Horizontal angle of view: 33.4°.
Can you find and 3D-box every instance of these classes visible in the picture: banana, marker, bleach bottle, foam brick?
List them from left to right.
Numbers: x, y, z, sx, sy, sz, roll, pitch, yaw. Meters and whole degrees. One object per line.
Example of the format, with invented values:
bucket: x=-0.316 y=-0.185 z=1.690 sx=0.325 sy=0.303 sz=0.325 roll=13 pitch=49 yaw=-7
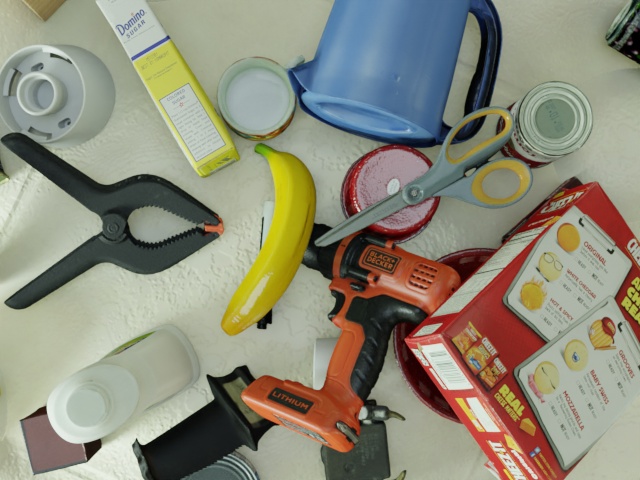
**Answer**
foam brick: x=-0.234 y=0.176 z=0.968 sx=0.051 sy=0.078 sz=0.053 roll=-14 pitch=90 yaw=-2
bleach bottle: x=-0.163 y=0.120 z=0.884 sx=0.102 sy=0.251 sz=0.068 roll=-29 pitch=89 yaw=-2
marker: x=-0.050 y=0.023 z=1.005 sx=0.020 sy=0.020 sz=0.121 roll=5 pitch=88 yaw=-1
banana: x=-0.040 y=-0.005 z=0.962 sx=0.070 sy=0.037 sz=0.197 roll=-9 pitch=56 yaw=31

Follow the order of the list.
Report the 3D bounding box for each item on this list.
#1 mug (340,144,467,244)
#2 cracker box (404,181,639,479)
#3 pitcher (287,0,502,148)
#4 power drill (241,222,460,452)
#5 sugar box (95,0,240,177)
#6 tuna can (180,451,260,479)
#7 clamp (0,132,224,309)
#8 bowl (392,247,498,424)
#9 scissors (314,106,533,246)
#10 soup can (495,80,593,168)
mug: x=0.078 y=-0.045 z=0.978 sx=0.117 sy=0.081 sz=0.093 roll=-7 pitch=88 yaw=-1
cracker box: x=0.197 y=0.080 z=0.904 sx=0.213 sy=0.072 sz=0.164 roll=-41 pitch=100 yaw=-25
pitcher: x=0.085 y=-0.210 z=0.969 sx=0.145 sy=0.149 sz=0.243 roll=14 pitch=84 yaw=30
power drill: x=0.008 y=0.076 z=0.939 sx=0.185 sy=0.057 sz=0.187 roll=19 pitch=72 yaw=34
sugar box: x=-0.136 y=-0.144 z=0.974 sx=0.048 sy=0.093 sz=0.176 roll=-29 pitch=89 yaw=-3
tuna can: x=-0.097 y=0.236 z=0.989 sx=0.086 sy=0.034 sz=0.086 roll=0 pitch=88 yaw=-1
clamp: x=-0.197 y=-0.006 z=0.989 sx=0.210 sy=0.036 sz=0.164 roll=8 pitch=103 yaw=-8
bowl: x=0.145 y=0.088 z=0.988 sx=0.162 sy=0.055 sz=0.162 roll=0 pitch=88 yaw=-1
scissors: x=0.100 y=-0.032 z=0.928 sx=0.202 sy=0.016 sz=0.096 roll=-43 pitch=93 yaw=2
soup can: x=0.203 y=-0.104 z=0.972 sx=0.068 sy=0.102 sz=0.068 roll=0 pitch=88 yaw=-1
